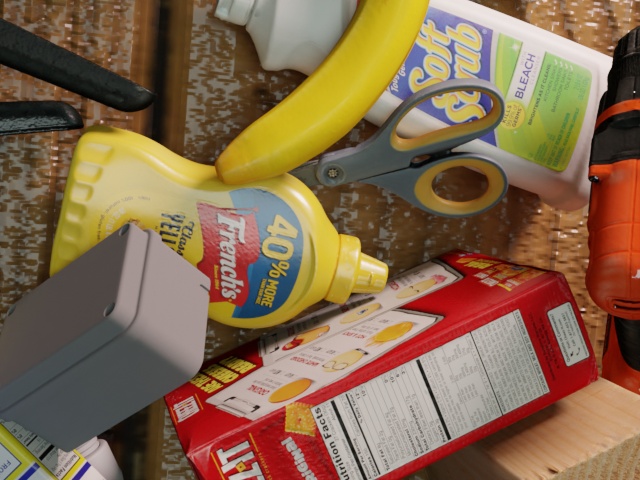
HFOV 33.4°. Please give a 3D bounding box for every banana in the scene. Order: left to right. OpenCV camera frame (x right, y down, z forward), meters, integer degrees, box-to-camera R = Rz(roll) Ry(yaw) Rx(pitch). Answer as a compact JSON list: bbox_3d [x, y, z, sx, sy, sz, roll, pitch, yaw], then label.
[{"bbox_3d":[0.013,-0.109,0.590,0.069,0.037,0.198,26,88,-2],"label":"banana"}]

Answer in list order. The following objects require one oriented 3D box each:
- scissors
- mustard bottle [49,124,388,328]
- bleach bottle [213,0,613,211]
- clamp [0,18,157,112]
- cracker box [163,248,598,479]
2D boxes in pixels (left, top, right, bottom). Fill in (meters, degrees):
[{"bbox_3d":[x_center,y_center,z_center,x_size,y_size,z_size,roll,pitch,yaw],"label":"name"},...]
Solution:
[{"bbox_3d":[0.024,-0.031,0.641,0.202,0.016,0.096,-25,118,19],"label":"scissors"},{"bbox_3d":[-0.054,0.001,0.622,0.191,0.058,0.096,13,106,-8],"label":"mustard bottle"},{"bbox_3d":[0.056,-0.101,0.647,0.250,0.068,0.102,17,93,-12],"label":"bleach bottle"},{"bbox_3d":[-0.196,-0.124,0.570,0.210,0.036,0.164,-20,96,-8],"label":"clamp"},{"bbox_3d":[0.025,0.082,0.607,0.213,0.164,0.072,-25,99,-10],"label":"cracker box"}]
